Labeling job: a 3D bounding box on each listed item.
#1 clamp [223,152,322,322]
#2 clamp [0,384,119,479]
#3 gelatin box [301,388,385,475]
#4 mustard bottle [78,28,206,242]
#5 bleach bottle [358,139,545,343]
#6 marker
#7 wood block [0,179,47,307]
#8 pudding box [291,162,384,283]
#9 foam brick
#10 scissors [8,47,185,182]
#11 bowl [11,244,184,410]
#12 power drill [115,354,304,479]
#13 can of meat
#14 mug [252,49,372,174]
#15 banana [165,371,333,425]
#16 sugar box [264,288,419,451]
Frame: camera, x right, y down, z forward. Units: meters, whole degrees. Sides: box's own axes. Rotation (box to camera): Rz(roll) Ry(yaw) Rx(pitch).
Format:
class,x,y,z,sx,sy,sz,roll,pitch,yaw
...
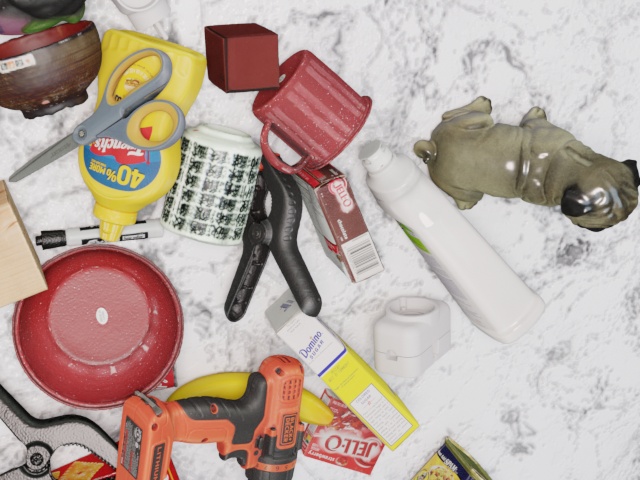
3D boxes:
class,x,y,z,sx,sy,sz,roll,pitch,yaw
clamp,-0.057,0.001,1.047,0.039,0.120,0.171,11,67,-54
clamp,-0.274,0.198,1.023,0.210,0.036,0.164,6,84,-8
gelatin box,0.031,0.212,1.175,0.089,0.030,0.073,22,99,-23
mustard bottle,-0.173,-0.091,0.981,0.096,0.058,0.192,19,104,13
bleach bottle,0.127,-0.004,1.098,0.068,0.103,0.250,-45,116,-6
marker,-0.212,-0.006,1.027,0.121,0.020,0.020,-6,109,-17
wood block,-0.361,0.031,0.950,0.206,0.090,0.091,-23,113,-11
pudding box,0.015,-0.023,1.061,0.039,0.090,0.113,-25,114,-8
foam brick,-0.073,-0.170,0.990,0.051,0.078,0.053,-8,112,-17
scissors,-0.194,-0.085,0.947,0.202,0.016,0.096,-43,75,21
bowl,-0.206,0.075,0.994,0.162,0.055,0.162,3,74,-11
power drill,-0.102,0.206,1.032,0.187,0.057,0.184,-4,107,-38
can of meat,0.147,0.284,1.200,0.057,0.102,0.084,41,93,-25
mug,-0.017,-0.118,1.016,0.081,0.093,0.117,40,70,-21
banana,-0.083,0.170,1.110,0.197,0.037,0.069,-4,78,-21
sugar box,0.021,0.130,1.094,0.048,0.093,0.176,-42,104,-2
